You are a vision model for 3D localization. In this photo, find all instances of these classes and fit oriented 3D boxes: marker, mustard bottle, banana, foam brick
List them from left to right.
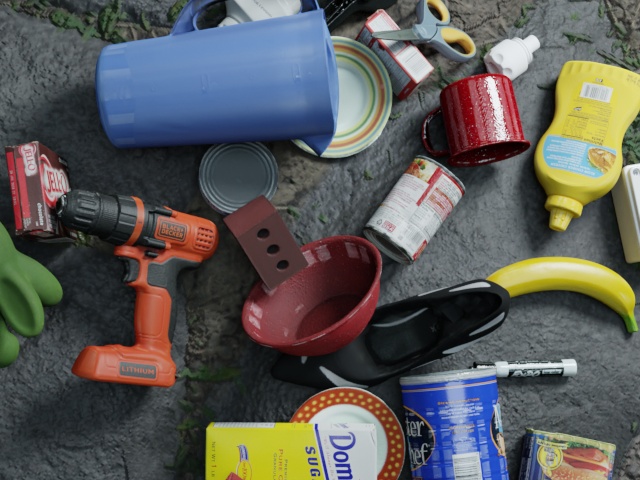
[{"bbox_3d":[-0.057,0.001,1.125,0.053,0.051,0.078,-34,120,-4],"label":"foam brick"},{"bbox_3d":[0.224,0.143,1.185,0.121,0.020,0.020,-1,83,-9],"label":"marker"},{"bbox_3d":[0.272,0.052,1.194,0.197,0.037,0.069,12,81,-7],"label":"banana"},{"bbox_3d":[0.294,-0.102,1.201,0.096,0.058,0.191,16,81,18],"label":"mustard bottle"}]

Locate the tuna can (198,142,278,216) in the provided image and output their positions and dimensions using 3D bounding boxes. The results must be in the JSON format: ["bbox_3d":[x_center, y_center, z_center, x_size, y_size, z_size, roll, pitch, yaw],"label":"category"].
[{"bbox_3d":[-0.089,-0.068,1.156,0.086,0.034,0.086,1,83,-9],"label":"tuna can"}]

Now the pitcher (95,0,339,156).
[{"bbox_3d":[-0.104,-0.171,1.104,0.243,0.145,0.149,-5,51,3],"label":"pitcher"}]

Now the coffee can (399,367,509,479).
[{"bbox_3d":[0.142,0.209,1.122,0.102,0.103,0.140,-6,84,-9],"label":"coffee can"}]

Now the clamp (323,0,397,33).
[{"bbox_3d":[0.038,-0.273,1.179,0.171,0.120,0.039,-14,48,-32],"label":"clamp"}]

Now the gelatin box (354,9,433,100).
[{"bbox_3d":[0.079,-0.204,1.178,0.030,0.073,0.089,-41,90,-12],"label":"gelatin box"}]

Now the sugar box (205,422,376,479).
[{"bbox_3d":[-0.030,0.237,1.106,0.176,0.048,0.093,0,90,3],"label":"sugar box"}]

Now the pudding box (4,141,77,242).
[{"bbox_3d":[-0.282,-0.046,1.083,0.039,0.113,0.090,-8,85,-1],"label":"pudding box"}]

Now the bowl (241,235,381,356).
[{"bbox_3d":[0.000,0.068,1.112,0.162,0.162,0.055,-39,122,-11],"label":"bowl"}]

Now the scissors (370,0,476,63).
[{"bbox_3d":[0.102,-0.238,1.156,0.201,0.016,0.096,5,56,-49],"label":"scissors"}]

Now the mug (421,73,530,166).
[{"bbox_3d":[0.167,-0.130,1.182,0.117,0.093,0.081,-15,79,26],"label":"mug"}]

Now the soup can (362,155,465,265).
[{"bbox_3d":[0.102,-0.032,1.163,0.068,0.068,0.102,37,80,-3],"label":"soup can"}]

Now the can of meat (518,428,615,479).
[{"bbox_3d":[0.266,0.255,1.159,0.102,0.057,0.084,13,79,-8],"label":"can of meat"}]

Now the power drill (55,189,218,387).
[{"bbox_3d":[-0.196,0.050,1.081,0.184,0.057,0.187,14,85,-37],"label":"power drill"}]
